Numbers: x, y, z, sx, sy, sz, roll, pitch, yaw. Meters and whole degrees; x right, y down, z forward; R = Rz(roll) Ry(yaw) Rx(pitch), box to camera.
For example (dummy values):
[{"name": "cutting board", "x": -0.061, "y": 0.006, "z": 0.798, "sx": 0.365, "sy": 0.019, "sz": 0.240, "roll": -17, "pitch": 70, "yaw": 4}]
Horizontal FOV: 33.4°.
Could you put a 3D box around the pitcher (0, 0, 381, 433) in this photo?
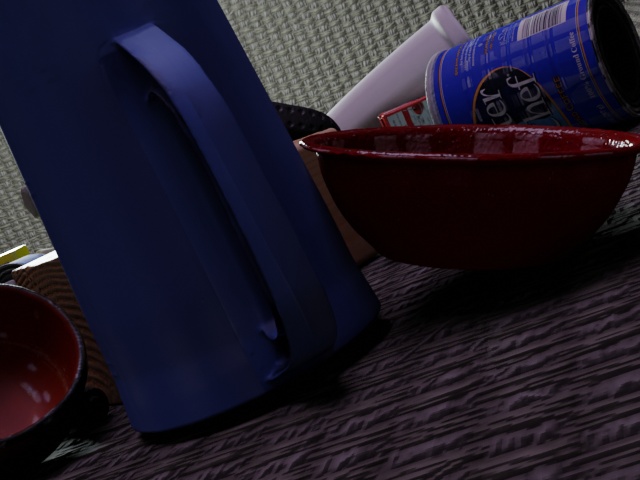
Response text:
[{"name": "pitcher", "x": -0.074, "y": -0.043, "z": 0.491, "sx": 0.149, "sy": 0.243, "sz": 0.144, "roll": -21, "pitch": 10, "yaw": 26}]

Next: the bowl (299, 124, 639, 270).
[{"name": "bowl", "x": 0.071, "y": -0.022, "z": 0.500, "sx": 0.162, "sy": 0.055, "sz": 0.162, "roll": -1, "pitch": 11, "yaw": 0}]

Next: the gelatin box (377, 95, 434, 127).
[{"name": "gelatin box", "x": 0.104, "y": -0.092, "z": 0.919, "sx": 0.089, "sy": 0.073, "sz": 0.030, "roll": -24, "pitch": 8, "yaw": 0}]

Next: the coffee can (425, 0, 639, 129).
[{"name": "coffee can", "x": 0.167, "y": -0.121, "z": 0.820, "sx": 0.141, "sy": 0.103, "sz": 0.102, "roll": -18, "pitch": 10, "yaw": 35}]

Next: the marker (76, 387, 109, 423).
[{"name": "marker", "x": -0.150, "y": 0.094, "z": 0.616, "sx": 0.020, "sy": 0.020, "sz": 0.121, "roll": -29, "pitch": 9, "yaw": -32}]

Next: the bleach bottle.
[{"name": "bleach bottle", "x": 0.043, "y": -0.100, "z": 0.984, "sx": 0.251, "sy": 0.102, "sz": 0.068, "roll": -36, "pitch": 47, "yaw": 13}]
